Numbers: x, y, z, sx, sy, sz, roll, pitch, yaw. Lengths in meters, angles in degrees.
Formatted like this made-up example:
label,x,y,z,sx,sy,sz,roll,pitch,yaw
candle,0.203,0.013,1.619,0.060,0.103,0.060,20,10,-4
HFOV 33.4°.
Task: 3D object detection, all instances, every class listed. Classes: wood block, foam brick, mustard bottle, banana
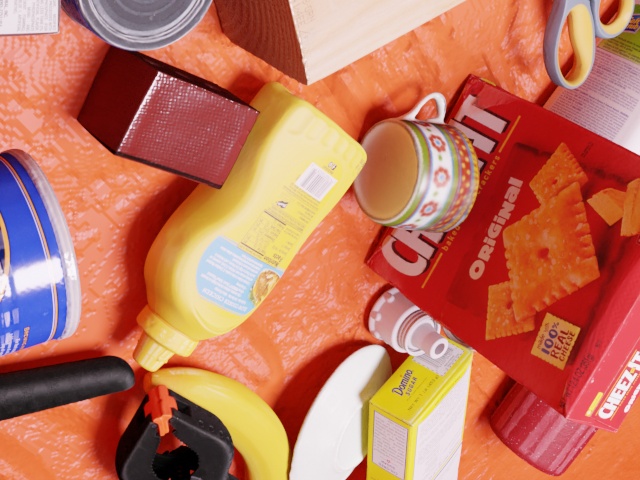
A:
label,x,y,z,sx,sy,sz,roll,pitch,yaw
wood block,0.043,-0.182,0.606,0.205,0.091,0.090,-31,132,-21
foam brick,-0.086,-0.070,0.600,0.078,0.053,0.051,17,105,-45
mustard bottle,-0.055,0.001,0.665,0.191,0.058,0.096,-54,148,2
banana,-0.061,0.143,0.768,0.069,0.037,0.197,-37,134,-16

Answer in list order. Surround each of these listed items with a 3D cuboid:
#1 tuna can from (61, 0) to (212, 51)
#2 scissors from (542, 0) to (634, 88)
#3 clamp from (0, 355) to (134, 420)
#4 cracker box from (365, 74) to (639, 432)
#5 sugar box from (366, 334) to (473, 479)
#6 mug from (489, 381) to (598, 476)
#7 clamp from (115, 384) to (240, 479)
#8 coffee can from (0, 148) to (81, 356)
label,x,y,z,sx,sy,sz,roll,pitch,yaw
tuna can,-0.096,-0.143,0.557,0.086,0.034,0.086,-20,128,-29
scissors,0.180,-0.195,0.719,0.096,0.016,0.202,-34,136,-24
clamp,-0.226,0.115,0.613,0.209,0.036,0.164,26,98,-44
cracker box,0.147,0.001,0.721,0.072,0.214,0.164,21,102,-43
sugar box,0.077,0.166,0.863,0.093,0.048,0.176,-41,148,-37
mug,0.213,0.159,0.971,0.081,0.093,0.117,-56,149,11
clamp,-0.104,0.169,0.731,0.120,0.039,0.171,-24,130,-6
coffee can,-0.203,0.020,0.523,0.140,0.103,0.103,-18,126,-30
